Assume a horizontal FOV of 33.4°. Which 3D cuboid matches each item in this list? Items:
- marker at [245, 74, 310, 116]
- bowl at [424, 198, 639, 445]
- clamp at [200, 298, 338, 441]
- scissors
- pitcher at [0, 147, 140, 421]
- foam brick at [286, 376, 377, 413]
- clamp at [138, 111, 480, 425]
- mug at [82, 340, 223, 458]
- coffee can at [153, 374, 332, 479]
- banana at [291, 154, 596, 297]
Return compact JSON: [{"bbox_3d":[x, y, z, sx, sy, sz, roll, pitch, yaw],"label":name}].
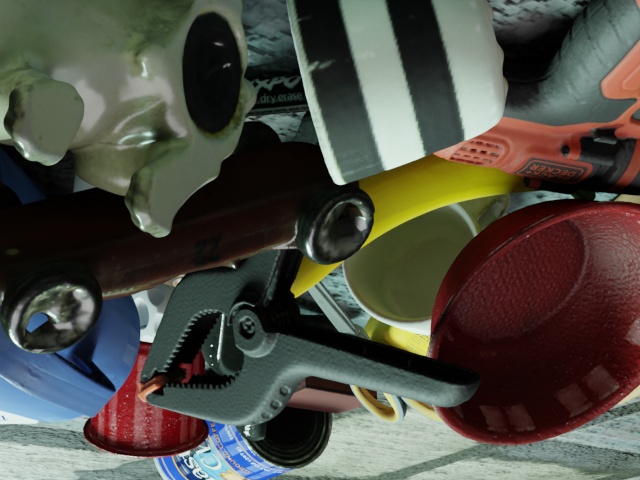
[{"bbox_3d":[-0.026,-0.070,0.519,0.121,0.020,0.020,-5,156,3],"label":"marker"},{"bbox_3d":[0.121,0.035,0.586,0.162,0.055,0.162,-11,127,-16],"label":"bowl"},{"bbox_3d":[-0.046,0.083,0.779,0.039,0.120,0.171,29,173,36],"label":"clamp"},{"bbox_3d":[0.044,0.080,0.772,0.096,0.016,0.201,11,146,26],"label":"scissors"},{"bbox_3d":[-0.179,0.034,0.584,0.145,0.149,0.242,-8,159,8],"label":"pitcher"},{"bbox_3d":[0.001,0.111,0.893,0.078,0.051,0.053,15,151,-37],"label":"foam brick"},{"bbox_3d":[-0.020,0.049,0.570,0.210,0.164,0.036,-40,162,32],"label":"clamp"},{"bbox_3d":[-0.116,0.101,0.787,0.117,0.081,0.093,-5,-163,-31],"label":"mug"},{"bbox_3d":[-0.072,0.166,0.943,0.102,0.103,0.141,14,151,-35],"label":"coffee can"},{"bbox_3d":[0.051,-0.018,0.590,0.198,0.037,0.069,-17,112,9],"label":"banana"}]
